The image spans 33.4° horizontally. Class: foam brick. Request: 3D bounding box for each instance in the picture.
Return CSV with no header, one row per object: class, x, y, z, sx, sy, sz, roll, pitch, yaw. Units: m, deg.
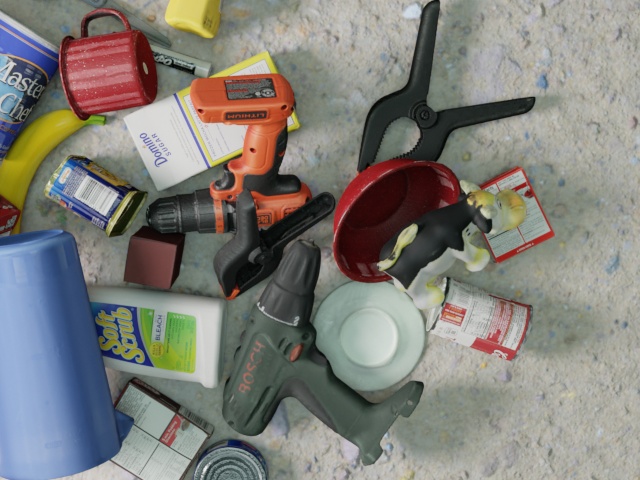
foam brick,-0.181,0.018,1.173,0.053,0.078,0.051,11,99,-1

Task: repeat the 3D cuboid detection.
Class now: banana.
banana,-0.322,-0.075,1.188,0.069,0.037,0.198,35,93,-3

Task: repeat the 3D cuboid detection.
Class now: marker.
marker,-0.181,-0.207,1.190,0.121,0.020,0.020,18,93,-1

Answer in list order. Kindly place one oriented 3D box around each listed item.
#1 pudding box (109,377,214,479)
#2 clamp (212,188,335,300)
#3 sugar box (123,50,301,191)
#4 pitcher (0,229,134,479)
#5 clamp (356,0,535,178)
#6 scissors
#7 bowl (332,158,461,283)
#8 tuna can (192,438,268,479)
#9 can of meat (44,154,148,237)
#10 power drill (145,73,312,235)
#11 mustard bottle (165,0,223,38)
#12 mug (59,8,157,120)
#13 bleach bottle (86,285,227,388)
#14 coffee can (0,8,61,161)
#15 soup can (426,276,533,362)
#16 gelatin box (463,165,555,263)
pudding box,-0.191,0.223,1.209,0.113,0.039,0.090,33,93,-1
clamp,-0.058,0.001,1.162,0.120,0.172,0.039,0,53,-27
sugar box,-0.118,-0.131,1.184,0.176,0.048,0.093,-24,94,4
pitcher,-0.298,0.118,1.100,0.145,0.149,0.243,-4,100,22
clamp,0.125,-0.138,1.190,0.164,0.036,0.210,37,95,-5
scissors,-0.250,-0.289,1.185,0.201,0.016,0.096,17,93,-2
bowl,0.072,-0.032,1.163,0.162,0.055,0.162,-19,135,-20
tuna can,-0.102,0.272,1.215,0.086,0.034,0.086,0,94,-1
can of meat,-0.243,-0.050,1.159,0.084,0.102,0.057,32,93,-1
power drill,-0.098,-0.084,1.132,0.184,0.057,0.188,-7,136,-10
mustard bottle,-0.115,-0.318,1.145,0.058,0.096,0.191,16,93,-2
mug,-0.227,-0.193,1.150,0.081,0.093,0.117,-8,84,8
bleach bottle,-0.233,0.103,1.189,0.251,0.068,0.102,5,96,2
coffee can,-0.352,-0.171,1.148,0.103,0.103,0.140,32,93,-3
soup can,0.177,0.087,1.190,0.102,0.068,0.068,19,93,-2
gelatin box,0.211,-0.029,1.202,0.073,0.030,0.089,-27,94,2
